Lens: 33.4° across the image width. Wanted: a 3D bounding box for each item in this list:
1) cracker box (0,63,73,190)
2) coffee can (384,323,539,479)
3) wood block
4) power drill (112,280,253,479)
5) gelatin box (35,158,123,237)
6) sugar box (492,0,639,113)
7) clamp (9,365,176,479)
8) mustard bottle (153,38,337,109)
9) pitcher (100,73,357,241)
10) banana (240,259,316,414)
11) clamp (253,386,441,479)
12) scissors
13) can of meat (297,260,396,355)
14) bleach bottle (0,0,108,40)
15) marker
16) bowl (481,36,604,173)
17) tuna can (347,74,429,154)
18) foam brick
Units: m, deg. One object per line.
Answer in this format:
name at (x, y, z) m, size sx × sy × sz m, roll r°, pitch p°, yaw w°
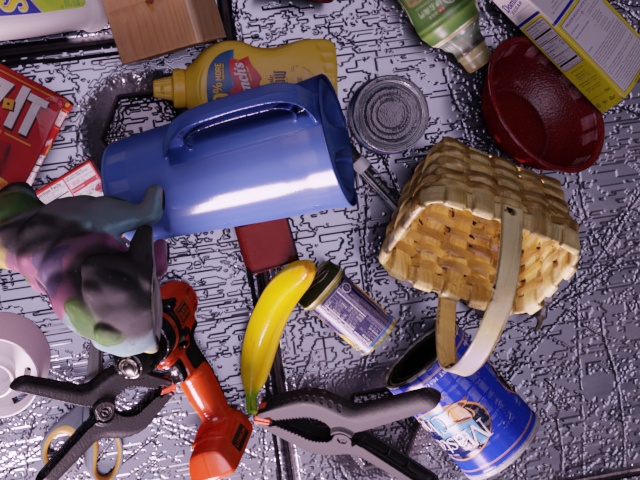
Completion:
cracker box at (-0.374, -0.086, 1.080) m, size 0.164 × 0.072 × 0.214 m, roll 27°, pitch 89°, yaw -9°
coffee can at (0.153, 0.173, 1.154) m, size 0.103 × 0.103 × 0.140 m, roll -42°, pitch 98°, yaw -3°
wood block at (-0.176, -0.289, 1.064) m, size 0.091 × 0.090 × 0.206 m, roll -13°, pitch 100°, yaw 15°
power drill at (-0.137, 0.148, 1.083) m, size 0.057 × 0.184 × 0.187 m, roll -18°, pitch 105°, yaw 16°
gelatin box at (-0.249, -0.030, 1.122) m, size 0.073 × 0.030 × 0.089 m, roll -32°, pitch 97°, yaw -3°
sugar box at (0.275, -0.232, 1.156) m, size 0.176 × 0.048 × 0.093 m, roll 43°, pitch 57°, yaw -6°
clamp at (-0.233, 0.186, 1.116) m, size 0.171 × 0.039 × 0.120 m, roll -7°, pitch 108°, yaw -23°
mustard bottle at (-0.079, -0.162, 1.122) m, size 0.191 × 0.058 × 0.096 m, roll -2°, pitch 102°, yaw -7°
pitcher at (-0.093, -0.078, 1.058) m, size 0.243 × 0.145 × 0.149 m, roll -13°, pitch 109°, yaw 12°
banana at (-0.047, 0.088, 1.122) m, size 0.037 × 0.070 × 0.198 m, roll 1°, pitch 124°, yaw -32°
clamp at (0.034, 0.208, 1.145) m, size 0.210 × 0.036 × 0.164 m, roll 3°, pitch 132°, yaw 19°
scissors at (-0.261, 0.165, 1.140) m, size 0.096 × 0.016 × 0.202 m, roll -11°, pitch 95°, yaw -9°
can of meat at (0.026, 0.072, 1.131) m, size 0.084 × 0.102 × 0.057 m, roll 42°, pitch 87°, yaw -11°
bleach bottle at (-0.339, -0.231, 1.035) m, size 0.250 × 0.068 × 0.102 m, roll -19°, pitch 94°, yaw -28°
marker at (0.061, -0.065, 1.167) m, size 0.020 × 0.020 × 0.121 m, roll -44°, pitch 98°, yaw -3°
bowl at (0.227, -0.136, 1.146) m, size 0.161 × 0.055 × 0.162 m, roll 14°, pitch 61°, yaw -27°
tuna can at (0.074, -0.136, 1.157) m, size 0.086 × 0.034 × 0.086 m, roll -1°, pitch 94°, yaw -8°
foam brick at (-0.057, 0.001, 1.127) m, size 0.053 × 0.078 × 0.051 m, roll -17°, pitch 95°, yaw -9°
